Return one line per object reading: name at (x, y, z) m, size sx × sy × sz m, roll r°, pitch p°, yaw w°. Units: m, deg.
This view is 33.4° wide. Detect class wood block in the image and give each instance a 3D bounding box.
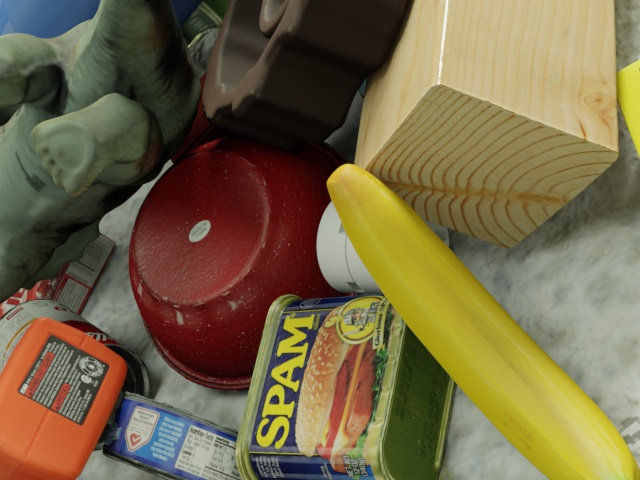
wood block at (0.083, -0.113, 0.528) m, size 0.090 × 0.090 × 0.206 m, roll 130°, pitch 154°, yaw -53°

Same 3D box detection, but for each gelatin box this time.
gelatin box at (-0.197, 0.029, 0.775) m, size 0.073 × 0.030 × 0.089 m, roll 12°, pitch 72°, yaw 48°

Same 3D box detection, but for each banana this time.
banana at (0.072, 0.044, 0.454) m, size 0.037 × 0.069 × 0.198 m, roll -35°, pitch 62°, yaw -13°

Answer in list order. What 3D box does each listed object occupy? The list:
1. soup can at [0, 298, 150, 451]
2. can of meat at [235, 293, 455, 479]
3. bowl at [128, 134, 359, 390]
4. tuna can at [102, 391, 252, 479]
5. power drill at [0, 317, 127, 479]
soup can at (-0.161, 0.082, 0.674) m, size 0.102 × 0.068 × 0.068 m, roll 22°, pitch 79°, yaw 50°
can of meat at (0.015, 0.075, 0.517) m, size 0.084 × 0.057 × 0.102 m, roll -7°, pitch 59°, yaw 38°
bowl at (-0.054, 0.001, 0.607) m, size 0.162 × 0.055 × 0.162 m, roll -11°, pitch 67°, yaw 27°
tuna can at (-0.068, 0.109, 0.551) m, size 0.086 × 0.086 × 0.033 m, roll 5°, pitch 68°, yaw 46°
power drill at (-0.175, 0.143, 0.545) m, size 0.188 × 0.057 × 0.184 m, roll -53°, pitch 15°, yaw 29°
